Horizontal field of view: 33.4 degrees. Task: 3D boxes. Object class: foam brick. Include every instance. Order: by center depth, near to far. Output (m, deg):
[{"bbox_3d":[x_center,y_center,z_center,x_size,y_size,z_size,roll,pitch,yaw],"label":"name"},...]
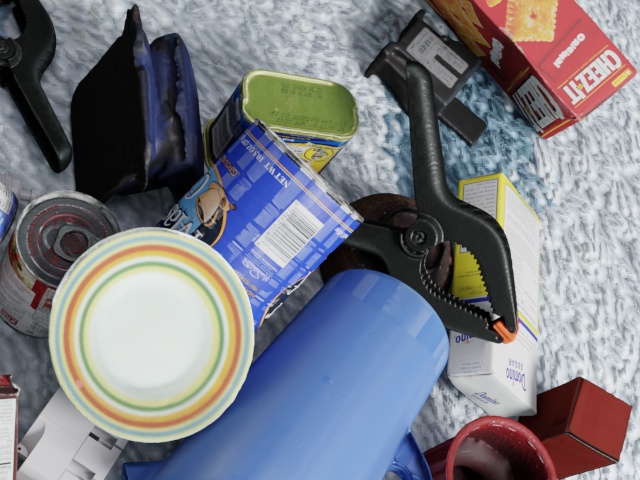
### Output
[{"bbox_3d":[0.197,0.150,0.843,0.051,0.078,0.053,30,60,-11],"label":"foam brick"}]

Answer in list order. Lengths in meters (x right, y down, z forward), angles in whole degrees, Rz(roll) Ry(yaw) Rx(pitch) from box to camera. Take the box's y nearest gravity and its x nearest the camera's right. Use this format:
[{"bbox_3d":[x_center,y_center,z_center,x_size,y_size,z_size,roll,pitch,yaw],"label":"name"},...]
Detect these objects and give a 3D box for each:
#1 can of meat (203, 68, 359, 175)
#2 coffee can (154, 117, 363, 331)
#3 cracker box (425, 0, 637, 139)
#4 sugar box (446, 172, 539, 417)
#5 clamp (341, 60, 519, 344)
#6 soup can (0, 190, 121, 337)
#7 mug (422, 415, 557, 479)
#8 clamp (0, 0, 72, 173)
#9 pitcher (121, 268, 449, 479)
[{"bbox_3d":[-0.031,-0.087,0.837,0.102,0.084,0.057,5,65,-24],"label":"can of meat"},{"bbox_3d":[-0.055,0.001,0.736,0.103,0.103,0.140,44,94,-2],"label":"coffee can"},{"bbox_3d":[0.163,-0.193,0.933,0.072,0.164,0.214,-40,88,2],"label":"cracker box"},{"bbox_3d":[0.142,0.045,0.862,0.093,0.048,0.176,42,50,-47],"label":"sugar box"},{"bbox_3d":[0.078,-0.015,0.781,0.210,0.165,0.036,42,17,6],"label":"clamp"},{"bbox_3d":[-0.176,0.019,0.707,0.068,0.102,0.068,10,63,-22],"label":"soup can"},{"bbox_3d":[0.122,0.191,0.785,0.117,0.082,0.093,38,57,-5],"label":"mug"},{"bbox_3d":[-0.246,-0.128,0.779,0.120,0.039,0.171,5,59,-29],"label":"clamp"},{"bbox_3d":[-0.001,0.139,0.724,0.242,0.145,0.149,-50,125,-37],"label":"pitcher"}]
